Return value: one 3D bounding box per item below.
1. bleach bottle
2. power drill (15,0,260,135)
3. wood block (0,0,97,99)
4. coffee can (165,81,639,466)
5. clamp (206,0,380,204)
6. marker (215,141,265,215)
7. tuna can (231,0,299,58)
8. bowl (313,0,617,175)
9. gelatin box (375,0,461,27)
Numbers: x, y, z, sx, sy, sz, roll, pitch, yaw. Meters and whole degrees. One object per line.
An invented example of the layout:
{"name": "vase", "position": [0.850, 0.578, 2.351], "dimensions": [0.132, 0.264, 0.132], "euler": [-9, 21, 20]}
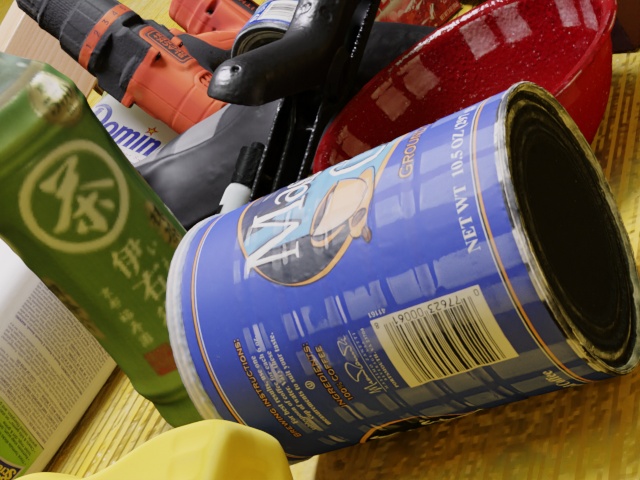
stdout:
{"name": "bleach bottle", "position": [-0.177, 0.081, 0.553], "dimensions": [0.068, 0.102, 0.250], "euler": [-15, 31, 37]}
{"name": "power drill", "position": [-0.114, -0.153, 0.792], "dimensions": [0.057, 0.184, 0.187], "euler": [-53, -2, 30]}
{"name": "wood block", "position": [-0.283, -0.127, 1.003], "dimensions": [0.090, 0.090, 0.206], "euler": [14, 76, 61]}
{"name": "coffee can", "position": [0.030, 0.017, 0.387], "dimensions": [0.141, 0.102, 0.102], "euler": [-22, 28, 31]}
{"name": "clamp", "position": [-0.006, -0.090, 0.548], "dimensions": [0.036, 0.164, 0.210], "euler": [18, 62, 11]}
{"name": "marker", "position": [-0.054, 0.001, 0.581], "dimensions": [0.020, 0.020, 0.121], "euler": [-2, 63, 52]}
{"name": "tuna can", "position": [-0.016, -0.118, 0.711], "dimensions": [0.086, 0.086, 0.033], "euler": [-12, 35, 44]}
{"name": "bowl", "position": [0.077, -0.056, 0.509], "dimensions": [0.162, 0.055, 0.162], "euler": [-30, 25, 15]}
{"name": "gelatin box", "position": [0.042, -0.161, 0.723], "dimensions": [0.089, 0.073, 0.030], "euler": [-43, 24, -13]}
